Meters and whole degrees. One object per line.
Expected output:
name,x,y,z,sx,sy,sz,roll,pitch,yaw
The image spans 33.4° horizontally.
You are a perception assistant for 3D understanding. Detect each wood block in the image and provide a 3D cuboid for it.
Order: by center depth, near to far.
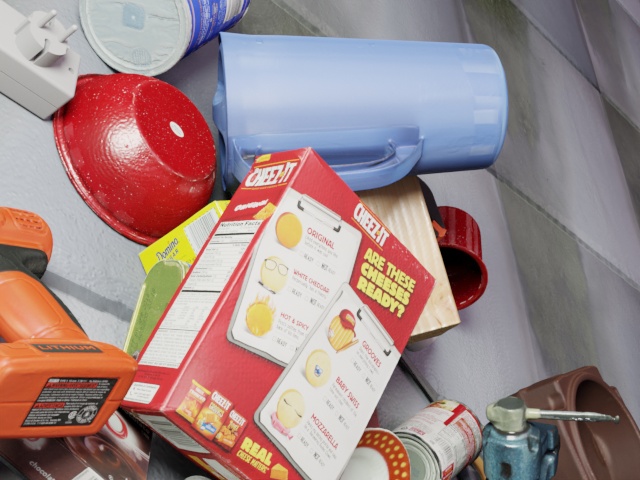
wood block,0.052,-0.005,0.996,0.090,0.090,0.206,113,-37,-77

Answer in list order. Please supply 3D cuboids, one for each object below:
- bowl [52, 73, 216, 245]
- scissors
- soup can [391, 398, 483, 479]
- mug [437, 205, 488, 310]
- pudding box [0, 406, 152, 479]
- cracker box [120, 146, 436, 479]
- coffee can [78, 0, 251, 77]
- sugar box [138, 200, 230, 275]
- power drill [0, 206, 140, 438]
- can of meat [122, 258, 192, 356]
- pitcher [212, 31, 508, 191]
bowl,-0.136,-0.078,0.869,0.162,0.055,0.162,36,39,-36
scissors,0.124,0.185,1.068,0.201,0.016,0.096,44,35,-25
soup can,0.100,0.192,0.976,0.102,0.069,0.068,-18,80,-58
mug,0.122,0.012,1.148,0.117,0.093,0.081,23,36,-10
pudding box,-0.157,0.119,0.667,0.113,0.039,0.090,49,12,-21
cracker box,-0.026,0.068,0.756,0.164,0.072,0.213,45,61,-32
coffee can,-0.132,-0.213,0.939,0.103,0.103,0.140,54,31,-10
sugar box,-0.056,0.001,0.884,0.175,0.093,0.048,-11,73,-58
power drill,-0.204,0.031,0.609,0.184,0.057,0.188,9,30,-51
can of meat,-0.092,0.071,0.783,0.083,0.058,0.102,25,73,-40
pitcher,0.031,-0.104,0.901,0.145,0.242,0.149,137,-50,-80
